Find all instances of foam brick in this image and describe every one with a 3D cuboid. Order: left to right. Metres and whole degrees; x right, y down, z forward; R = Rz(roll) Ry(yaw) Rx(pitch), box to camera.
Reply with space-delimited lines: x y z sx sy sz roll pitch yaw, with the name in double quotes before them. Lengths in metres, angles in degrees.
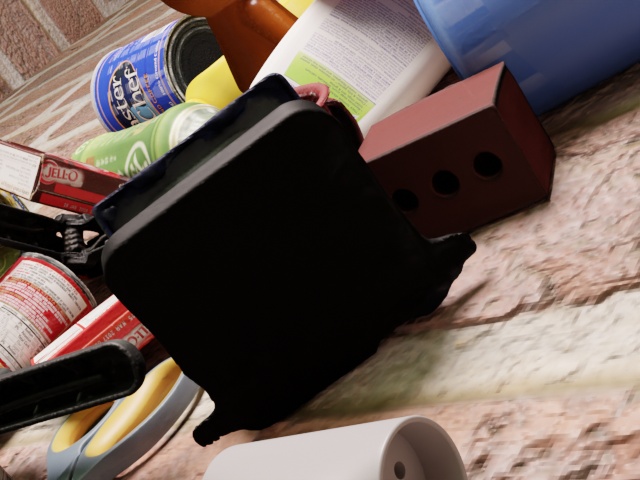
"foam brick" 0.062 -0.038 0.500 0.078 0.053 0.051 -24 22 29

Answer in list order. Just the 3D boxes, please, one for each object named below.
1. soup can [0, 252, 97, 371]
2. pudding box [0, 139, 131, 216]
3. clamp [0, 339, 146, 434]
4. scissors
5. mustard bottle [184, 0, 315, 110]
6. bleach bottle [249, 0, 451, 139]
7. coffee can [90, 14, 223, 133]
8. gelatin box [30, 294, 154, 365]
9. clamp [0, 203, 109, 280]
"soup can" -0.193 0.065 0.653 0.069 0.068 0.102 -15 28 45
"pudding box" -0.190 -0.043 0.779 0.114 0.089 0.039 14 88 50
"clamp" -0.188 0.091 0.496 0.164 0.036 0.210 -23 4 -31
"scissors" -0.132 0.125 0.493 0.201 0.016 0.096 -46 21 -29
"mustard bottle" -0.061 -0.141 0.918 0.191 0.058 0.096 -49 0 -33
"bleach bottle" 0.002 -0.093 0.659 0.250 0.102 0.068 -48 -13 -33
"coffee can" -0.140 -0.150 1.012 0.141 0.102 0.102 -9 32 50
"gelatin box" -0.123 0.057 0.595 0.073 0.030 0.089 -40 8 -14
"clamp" -0.175 -0.001 0.717 0.172 0.120 0.039 138 136 -68
